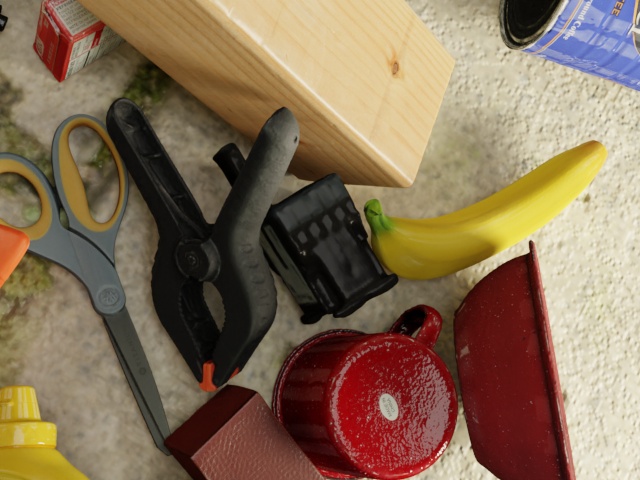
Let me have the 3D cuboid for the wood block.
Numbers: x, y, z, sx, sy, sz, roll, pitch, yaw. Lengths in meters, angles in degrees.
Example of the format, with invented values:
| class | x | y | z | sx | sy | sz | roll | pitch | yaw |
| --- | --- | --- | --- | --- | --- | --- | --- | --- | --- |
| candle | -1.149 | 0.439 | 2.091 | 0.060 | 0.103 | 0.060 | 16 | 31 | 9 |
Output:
| class | x | y | z | sx | sy | sz | roll | pitch | yaw |
| --- | --- | --- | --- | --- | --- | --- | --- | --- | --- |
| wood block | -0.022 | -0.115 | 0.574 | 0.205 | 0.090 | 0.091 | 37 | 68 | -47 |

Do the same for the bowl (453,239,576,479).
| class | x | y | z | sx | sy | sz | roll | pitch | yaw |
| --- | --- | --- | --- | --- | --- | --- | --- | --- | --- |
| bowl | 0.114 | 0.083 | 0.633 | 0.055 | 0.162 | 0.162 | -9 | 85 | 12 |

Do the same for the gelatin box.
| class | x | y | z | sx | sy | sz | roll | pitch | yaw |
| --- | --- | --- | --- | --- | --- | --- | --- | --- | --- |
| gelatin box | -0.118 | -0.133 | 0.605 | 0.089 | 0.073 | 0.030 | -36 | 94 | -19 |

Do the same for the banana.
| class | x | y | z | sx | sy | sz | roll | pitch | yaw |
| --- | --- | --- | --- | --- | --- | --- | --- | --- | --- |
| banana | 0.103 | -0.014 | 0.670 | 0.197 | 0.070 | 0.037 | -18 | 60 | -32 |

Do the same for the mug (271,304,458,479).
| class | x | y | z | sx | sy | sz | roll | pitch | yaw |
| --- | --- | --- | --- | --- | --- | --- | --- | --- | --- |
| mug | 0.035 | 0.087 | 0.622 | 0.093 | 0.082 | 0.117 | 41 | 72 | -10 |

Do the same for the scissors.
| class | x | y | z | sx | sy | sz | roll | pitch | yaw |
| --- | --- | --- | --- | --- | --- | --- | --- | --- | --- |
| scissors | -0.141 | 0.028 | 0.606 | 0.096 | 0.016 | 0.202 | -5 | 84 | -18 |

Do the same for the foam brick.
| class | x | y | z | sx | sy | sz | roll | pitch | yaw |
| --- | --- | --- | --- | --- | --- | --- | --- | --- | --- |
| foam brick | -0.041 | 0.127 | 0.601 | 0.053 | 0.051 | 0.078 | -41 | 106 | -19 |

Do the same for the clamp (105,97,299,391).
| class | x | y | z | sx | sy | sz | roll | pitch | yaw |
| --- | --- | --- | --- | --- | --- | --- | --- | --- | --- |
| clamp | -0.054 | 0.001 | 0.588 | 0.039 | 0.120 | 0.171 | -30 | 113 | -49 |
